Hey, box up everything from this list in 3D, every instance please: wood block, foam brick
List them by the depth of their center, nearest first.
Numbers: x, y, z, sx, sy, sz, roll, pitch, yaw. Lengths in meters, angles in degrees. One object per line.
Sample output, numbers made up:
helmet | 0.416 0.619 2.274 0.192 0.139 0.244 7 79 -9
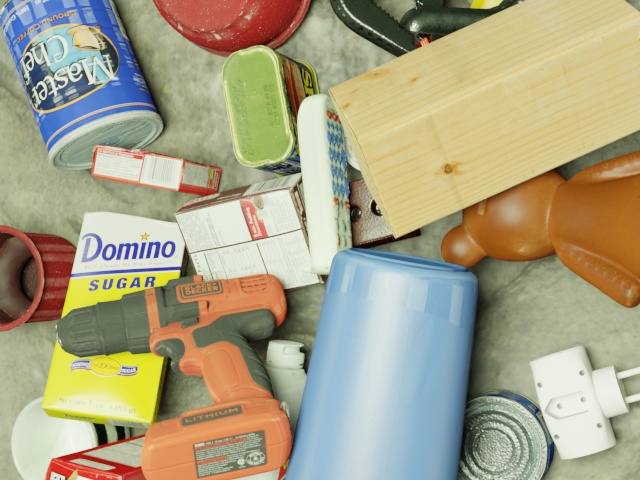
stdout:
wood block | 0.123 -0.097 0.762 0.206 0.090 0.091 -24 125 1
foam brick | 0.034 -0.021 0.869 0.078 0.051 0.053 -15 83 20

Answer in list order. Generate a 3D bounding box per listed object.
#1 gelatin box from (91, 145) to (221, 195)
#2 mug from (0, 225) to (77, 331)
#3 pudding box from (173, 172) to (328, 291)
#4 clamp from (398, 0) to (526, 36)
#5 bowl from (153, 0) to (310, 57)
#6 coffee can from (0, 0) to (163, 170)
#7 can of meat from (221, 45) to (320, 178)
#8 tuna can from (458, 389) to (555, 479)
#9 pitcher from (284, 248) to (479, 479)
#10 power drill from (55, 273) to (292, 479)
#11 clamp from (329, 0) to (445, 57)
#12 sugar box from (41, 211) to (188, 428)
gelatin box | -0.142 -0.060 0.924 0.089 0.073 0.030 11 91 21
mug | -0.277 0.036 0.968 0.117 0.081 0.093 -11 85 20
pudding box | -0.056 0.001 0.896 0.114 0.039 0.090 -12 108 22
clamp | 0.142 -0.158 0.805 0.171 0.120 0.039 -36 39 1
bowl | -0.088 -0.224 0.886 0.162 0.055 0.162 10 117 20
coffee can | -0.210 -0.146 0.936 0.103 0.102 0.140 -26 80 18
can of meat | -0.037 -0.105 0.880 0.057 0.083 0.102 -13 84 19
tuna can | 0.138 0.161 0.835 0.086 0.033 0.086 -1 89 20
pitcher | 0.047 0.132 0.785 0.144 0.149 0.243 8 94 -21
power drill | -0.104 0.098 0.800 0.184 0.188 0.057 -11 128 -7
clamp | 0.027 -0.227 0.833 0.164 0.036 0.210 -21 88 -3
sugar box | -0.170 0.066 0.902 0.093 0.048 0.176 8 71 -2
